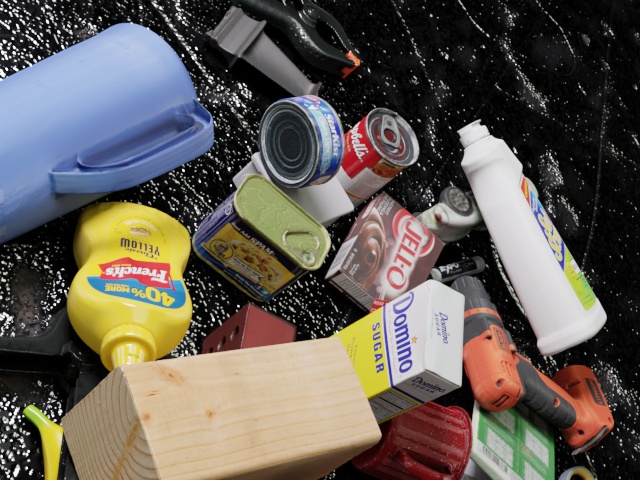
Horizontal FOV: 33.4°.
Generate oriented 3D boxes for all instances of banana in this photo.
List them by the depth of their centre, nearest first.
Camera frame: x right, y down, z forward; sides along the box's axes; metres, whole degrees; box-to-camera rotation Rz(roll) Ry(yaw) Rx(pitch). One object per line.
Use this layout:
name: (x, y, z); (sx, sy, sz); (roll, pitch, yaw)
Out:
banana: (-0.201, 0.213, 0.760); (0.069, 0.037, 0.197); (8, 50, -2)

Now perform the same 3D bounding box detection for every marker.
marker: (0.138, 0.036, 1.171); (0.120, 0.020, 0.020); (-12, 71, -44)

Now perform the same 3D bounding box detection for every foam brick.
foam brick: (-0.064, 0.099, 0.917); (0.051, 0.078, 0.053); (28, 46, -23)

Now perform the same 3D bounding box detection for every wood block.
wood block: (-0.067, 0.138, 0.777); (0.205, 0.091, 0.090); (-2, 61, -45)

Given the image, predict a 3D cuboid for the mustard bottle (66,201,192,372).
mustard bottle: (-0.150, 0.043, 0.845); (0.096, 0.058, 0.191); (16, 30, -18)

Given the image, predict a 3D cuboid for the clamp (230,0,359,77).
clamp: (-0.023, -0.259, 1.217); (0.171, 0.039, 0.120); (38, 49, -24)

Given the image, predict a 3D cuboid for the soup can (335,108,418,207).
soup can: (0.044, -0.082, 1.109); (0.068, 0.102, 0.068); (21, 51, -29)

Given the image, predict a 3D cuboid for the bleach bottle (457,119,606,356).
bleach bottle: (0.212, -0.009, 1.123); (0.251, 0.068, 0.102); (63, 26, 3)

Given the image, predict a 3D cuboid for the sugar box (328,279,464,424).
sugar box: (0.050, 0.110, 0.933); (0.048, 0.177, 0.093); (28, 49, -24)

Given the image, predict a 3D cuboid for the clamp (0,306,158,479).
clamp: (-0.184, 0.106, 0.821); (0.165, 0.036, 0.209); (45, 34, 16)

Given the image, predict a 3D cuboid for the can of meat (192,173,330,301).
can of meat: (-0.056, 0.001, 0.983); (0.102, 0.084, 0.057); (40, 44, -13)

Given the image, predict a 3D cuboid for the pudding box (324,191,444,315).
pudding box: (0.067, 0.020, 1.093); (0.090, 0.039, 0.113); (39, 59, -13)

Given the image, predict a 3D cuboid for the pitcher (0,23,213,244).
pitcher: (-0.214, -0.077, 0.864); (0.242, 0.149, 0.145); (-36, 93, -44)

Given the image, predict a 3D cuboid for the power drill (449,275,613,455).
power drill: (0.216, 0.133, 1.132); (0.187, 0.057, 0.184); (30, 30, -25)

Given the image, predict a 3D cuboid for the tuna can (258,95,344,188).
tuna can: (-0.019, -0.092, 1.001); (0.033, 0.086, 0.086); (-14, 73, -43)

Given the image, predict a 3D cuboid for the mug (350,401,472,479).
mug: (0.082, 0.187, 0.965); (0.081, 0.093, 0.117); (24, 13, -20)
